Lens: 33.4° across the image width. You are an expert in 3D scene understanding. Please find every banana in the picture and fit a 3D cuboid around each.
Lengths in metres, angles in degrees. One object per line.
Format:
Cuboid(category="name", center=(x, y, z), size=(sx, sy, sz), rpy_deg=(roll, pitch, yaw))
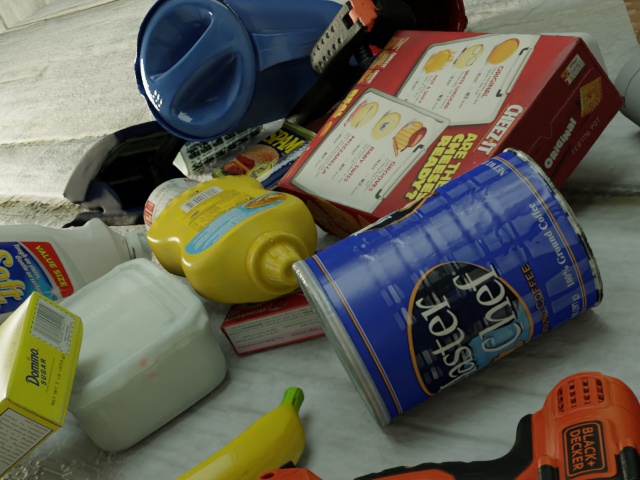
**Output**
Cuboid(category="banana", center=(-0.081, 0.149, 0.591), size=(0.197, 0.037, 0.070), rpy_deg=(-31, 5, -12))

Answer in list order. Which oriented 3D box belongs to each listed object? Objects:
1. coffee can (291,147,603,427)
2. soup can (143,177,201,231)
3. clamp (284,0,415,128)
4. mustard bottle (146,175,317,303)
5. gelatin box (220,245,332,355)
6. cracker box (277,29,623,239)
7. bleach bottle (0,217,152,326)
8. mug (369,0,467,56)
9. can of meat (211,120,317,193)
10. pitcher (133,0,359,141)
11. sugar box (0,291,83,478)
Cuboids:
Cuboid(category="coffee can", center=(0.069, 0.026, 0.596), size=(0.140, 0.103, 0.103), rpy_deg=(-28, 24, -4))
Cuboid(category="soup can", center=(-0.103, -0.012, 0.894), size=(0.068, 0.068, 0.102), rpy_deg=(-33, 24, -14))
Cuboid(category="clamp", center=(0.045, -0.162, 0.913), size=(0.164, 0.036, 0.210), rpy_deg=(-28, -11, -10))
Cuboid(category="mustard bottle", center=(-0.055, 0.001, 0.751), size=(0.096, 0.058, 0.192), rpy_deg=(-31, 21, -15))
Cuboid(category="gelatin box", center=(-0.018, 0.040, 0.746), size=(0.089, 0.030, 0.073), rpy_deg=(-16, 26, 24))
Cuboid(category="cracker box", center=(0.084, -0.066, 0.762), size=(0.164, 0.072, 0.214), rpy_deg=(-53, 30, -10))
Cuboid(category="bleach bottle", center=(-0.269, 0.026, 0.901), size=(0.250, 0.102, 0.068), rpy_deg=(-14, -3, -21))
Cuboid(category="mug", center=(0.100, -0.231, 1.116), size=(0.117, 0.093, 0.082), rpy_deg=(-5, 5, -33))
Cuboid(category="can of meat", center=(-0.038, -0.053, 0.925), size=(0.084, 0.057, 0.102), rpy_deg=(-34, 24, -10))
Cuboid(category="pitcher", center=(-0.044, -0.174, 1.015), size=(0.242, 0.149, 0.145), rpy_deg=(-21, -33, -56))
Cuboid(category="sugar box", center=(-0.224, 0.119, 0.688), size=(0.176, 0.048, 0.093), rpy_deg=(-38, 31, 27))
